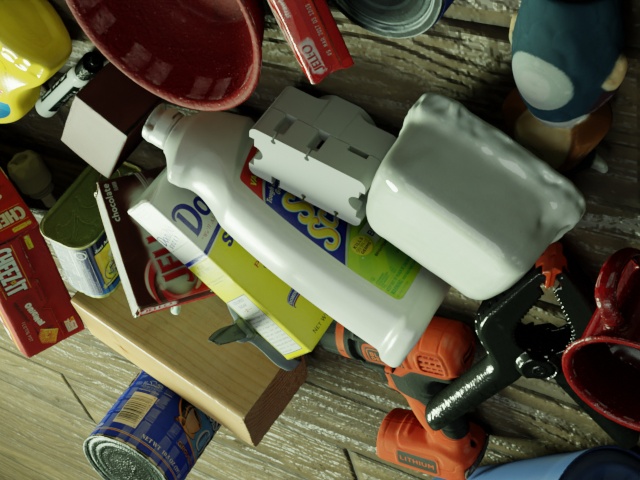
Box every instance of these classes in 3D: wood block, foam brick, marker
[{"bbox_3d":[-0.123,0.093,1.012,0.206,0.090,0.091,31,159,18],"label":"wood block"},{"bbox_3d":[-0.169,-0.098,0.862,0.051,0.053,0.078,38,148,-3],"label":"foam brick"},{"bbox_3d":[-0.210,-0.130,0.892,0.020,0.020,0.121,46,148,-16],"label":"marker"}]

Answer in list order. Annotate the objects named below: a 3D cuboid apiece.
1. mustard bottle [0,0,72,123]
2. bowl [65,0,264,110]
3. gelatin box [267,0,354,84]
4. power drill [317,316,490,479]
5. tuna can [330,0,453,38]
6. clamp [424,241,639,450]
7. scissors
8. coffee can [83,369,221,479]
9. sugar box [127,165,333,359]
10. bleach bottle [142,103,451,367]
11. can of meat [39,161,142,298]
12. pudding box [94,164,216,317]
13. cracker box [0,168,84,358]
[{"bbox_3d":[-0.276,-0.149,0.894,0.096,0.058,0.192,44,149,-11],"label":"mustard bottle"},{"bbox_3d":[-0.093,-0.163,0.695,0.162,0.055,0.162,26,148,17],"label":"bowl"},{"bbox_3d":[-0.017,-0.143,0.624,0.073,0.030,0.089,62,-177,-38],"label":"gelatin box"},{"bbox_3d":[0.062,0.124,0.930,0.185,0.057,0.187,11,141,35],"label":"power drill"},{"bbox_3d":[0.038,-0.156,0.595,0.086,0.033,0.086,25,148,17],"label":"tuna can"},{"bbox_3d":[0.169,0.085,0.774,0.164,0.036,0.210,8,136,4],"label":"clamp"},{"bbox_3d":[-0.050,0.085,0.866,0.096,0.016,0.202,47,-174,-9],"label":"scissors"},{"bbox_3d":[-0.156,0.180,1.075,0.103,0.140,0.103,20,139,18],"label":"coffee can"},{"bbox_3d":[-0.055,0.001,0.845,0.176,0.093,0.048,44,147,-14],"label":"sugar box"},{"bbox_3d":[-0.023,-0.017,0.777,0.251,0.102,0.068,32,144,5],"label":"bleach bottle"},{"bbox_3d":[-0.195,-0.011,0.962,0.057,0.102,0.084,22,149,20],"label":"can of meat"},{"bbox_3d":[-0.125,-0.003,0.869,0.113,0.089,0.039,69,157,12],"label":"pudding box"},{"bbox_3d":[-0.324,-0.012,1.040,0.214,0.072,0.164,48,159,35],"label":"cracker box"}]
